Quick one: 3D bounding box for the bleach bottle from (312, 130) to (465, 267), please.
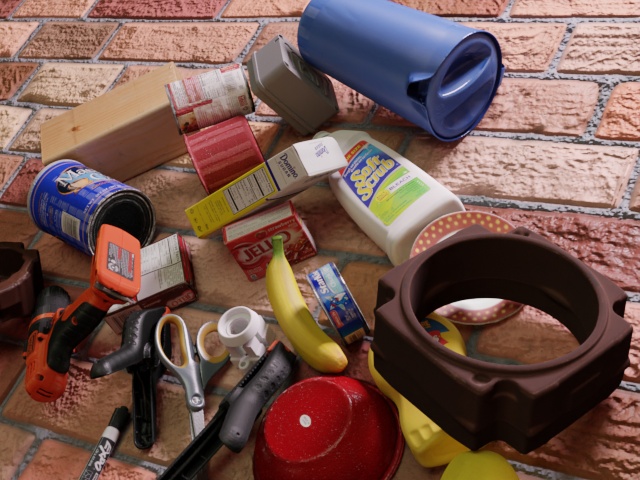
[{"bbox_3d":[0.057,-0.061,1.227,0.102,0.068,0.251,-39,42,-8],"label":"bleach bottle"}]

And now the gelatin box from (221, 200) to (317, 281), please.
[{"bbox_3d":[-0.058,0.002,1.221,0.089,0.073,0.030,-22,45,8],"label":"gelatin box"}]

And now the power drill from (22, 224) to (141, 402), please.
[{"bbox_3d":[-0.279,0.072,1.238,0.188,0.057,0.184,-50,31,25],"label":"power drill"}]

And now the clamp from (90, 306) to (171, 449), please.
[{"bbox_3d":[-0.200,0.126,1.156,0.039,0.120,0.171,-10,43,12],"label":"clamp"}]

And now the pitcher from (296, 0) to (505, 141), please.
[{"bbox_3d":[0.096,-0.225,1.294,0.243,0.149,0.145,32,80,36],"label":"pitcher"}]

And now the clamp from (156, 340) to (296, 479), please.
[{"bbox_3d":[-0.077,0.166,1.056,0.165,0.036,0.209,-40,7,49],"label":"clamp"}]

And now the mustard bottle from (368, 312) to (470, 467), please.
[{"bbox_3d":[0.100,0.124,1.037,0.096,0.058,0.192,-28,43,-1],"label":"mustard bottle"}]

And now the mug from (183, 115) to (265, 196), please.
[{"bbox_3d":[-0.112,-0.096,1.339,0.081,0.093,0.117,-23,75,1],"label":"mug"}]

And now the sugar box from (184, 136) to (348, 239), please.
[{"bbox_3d":[-0.063,-0.061,1.228,0.176,0.048,0.093,-31,-5,32],"label":"sugar box"}]

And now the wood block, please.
[{"bbox_3d":[-0.269,-0.147,1.458,0.206,0.090,0.091,-24,45,6],"label":"wood block"}]

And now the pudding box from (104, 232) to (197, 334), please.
[{"bbox_3d":[-0.207,0.050,1.283,0.113,0.039,0.090,-22,43,6],"label":"pudding box"}]

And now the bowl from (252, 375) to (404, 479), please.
[{"bbox_3d":[-0.003,0.188,1.035,0.162,0.055,0.162,-15,45,16],"label":"bowl"}]

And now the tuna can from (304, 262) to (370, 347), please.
[{"bbox_3d":[0.018,0.066,1.113,0.034,0.086,0.086,-29,43,-1],"label":"tuna can"}]

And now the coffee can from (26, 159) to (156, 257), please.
[{"bbox_3d":[-0.292,-0.036,1.359,0.141,0.102,0.102,23,64,40],"label":"coffee can"}]

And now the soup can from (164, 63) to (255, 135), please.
[{"bbox_3d":[-0.140,-0.181,1.359,0.102,0.068,0.068,-17,43,-4],"label":"soup can"}]

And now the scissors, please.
[{"bbox_3d":[-0.118,0.162,1.141,0.096,0.016,0.202,-12,60,-26],"label":"scissors"}]

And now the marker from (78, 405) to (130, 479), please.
[{"bbox_3d":[-0.236,0.231,1.146,0.020,0.020,0.121,3,52,30],"label":"marker"}]

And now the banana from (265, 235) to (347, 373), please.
[{"bbox_3d":[-0.022,0.083,1.134,0.037,0.070,0.198,-18,47,-15],"label":"banana"}]
